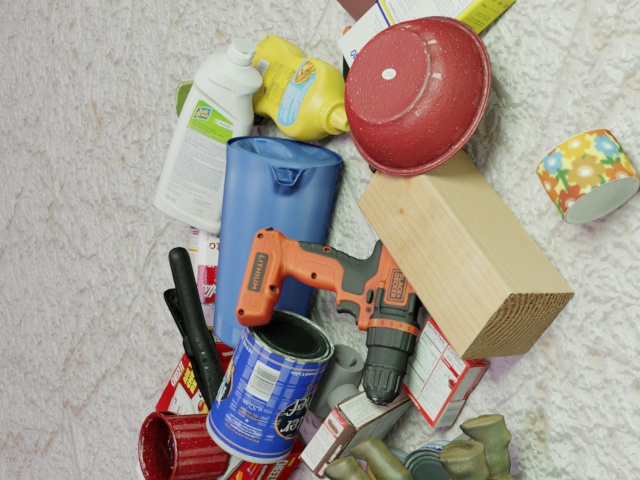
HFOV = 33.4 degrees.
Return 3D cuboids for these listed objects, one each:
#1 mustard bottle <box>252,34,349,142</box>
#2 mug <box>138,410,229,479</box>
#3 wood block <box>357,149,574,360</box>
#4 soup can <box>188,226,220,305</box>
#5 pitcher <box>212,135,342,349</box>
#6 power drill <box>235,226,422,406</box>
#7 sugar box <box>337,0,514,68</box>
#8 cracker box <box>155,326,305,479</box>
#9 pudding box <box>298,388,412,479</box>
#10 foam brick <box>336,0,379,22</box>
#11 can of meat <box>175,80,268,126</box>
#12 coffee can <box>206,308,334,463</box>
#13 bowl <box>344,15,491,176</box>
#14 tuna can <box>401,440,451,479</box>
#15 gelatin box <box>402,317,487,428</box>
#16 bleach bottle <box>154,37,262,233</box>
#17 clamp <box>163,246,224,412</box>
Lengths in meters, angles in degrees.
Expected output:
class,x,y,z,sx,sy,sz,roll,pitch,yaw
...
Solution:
class,x,y,z,sx,sy,sz,roll,pitch,yaw
mustard bottle,-0.021,-0.168,1.245,0.192,0.058,0.096,37,104,46
mug,-0.169,0.246,1.299,0.117,0.081,0.093,40,119,46
wood block,0.133,0.006,1.020,0.206,0.090,0.090,58,132,34
soup can,-0.139,0.031,1.391,0.069,0.068,0.102,6,94,52
pitcher,-0.058,0.002,1.253,0.145,0.148,0.243,22,111,35
power drill,0.012,0.067,1.104,0.188,0.057,0.184,9,73,11
sugar box,0.103,-0.220,1.072,0.176,0.048,0.093,-41,56,32
cracker box,-0.119,0.240,1.362,0.164,0.071,0.214,-59,46,31
pudding box,0.041,0.194,1.120,0.039,0.113,0.090,44,125,20
foam brick,0.057,-0.266,1.150,0.078,0.052,0.051,54,129,37
can of meat,-0.126,-0.176,1.362,0.102,0.083,0.057,4,93,52
coffee can,-0.057,0.161,1.184,0.103,0.102,0.140,45,122,43
bowl,0.077,-0.145,1.001,0.162,0.055,0.162,-13,69,35
tuna can,0.121,0.244,1.063,0.086,0.033,0.086,10,106,38
gelatin box,0.122,0.133,1.082,0.073,0.030,0.089,52,128,41
bleach bottle,-0.122,-0.128,1.282,0.068,0.102,0.251,-74,8,-52
clamp,-0.151,0.124,1.302,0.165,0.036,0.210,129,123,-72
